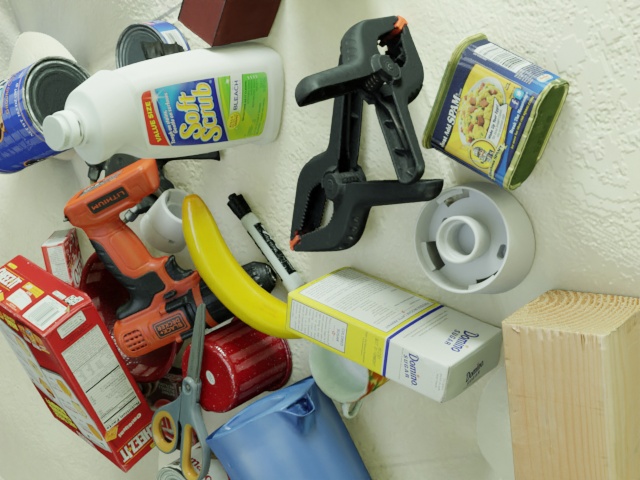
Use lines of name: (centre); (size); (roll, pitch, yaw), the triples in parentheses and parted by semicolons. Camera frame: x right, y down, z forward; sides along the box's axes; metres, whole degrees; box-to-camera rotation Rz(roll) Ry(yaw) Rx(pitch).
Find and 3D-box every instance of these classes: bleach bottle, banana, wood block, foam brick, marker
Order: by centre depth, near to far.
wood block: (0.212, 0.153, 0.862); (0.091, 0.090, 0.206); (5, 109, 38)
bleach bottle: (-0.138, -0.113, 0.953); (0.068, 0.250, 0.103); (25, 121, 32)
foam brick: (-0.083, -0.218, 0.985); (0.053, 0.078, 0.051); (40, 128, 25)
banana: (-0.073, 0.039, 1.051); (0.197, 0.037, 0.070); (40, 97, -12)
marker: (-0.057, 0.001, 1.084); (0.121, 0.020, 0.020); (54, 132, 11)

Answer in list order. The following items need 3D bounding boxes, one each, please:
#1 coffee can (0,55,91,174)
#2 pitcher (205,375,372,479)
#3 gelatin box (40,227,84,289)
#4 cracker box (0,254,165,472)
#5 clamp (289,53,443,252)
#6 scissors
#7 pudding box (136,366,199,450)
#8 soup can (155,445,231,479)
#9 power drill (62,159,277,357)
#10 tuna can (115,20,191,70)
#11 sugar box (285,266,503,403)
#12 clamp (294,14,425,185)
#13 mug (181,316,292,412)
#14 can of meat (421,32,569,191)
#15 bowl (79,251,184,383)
coffee can: (-0.328, -0.140, 1.208); (0.141, 0.102, 0.103); (-14, 97, 42)
pitcher: (-0.006, 0.268, 1.076); (0.145, 0.149, 0.243); (-29, 89, 12)
gelatin box: (-0.302, 0.030, 1.264); (0.030, 0.089, 0.073); (-9, 102, -1)
cracker box: (-0.274, 0.134, 1.181); (0.164, 0.072, 0.213); (22, 143, 45)
clamp: (0.021, -0.064, 0.973); (0.210, 0.036, 0.164); (-46, 59, 49)
scissors: (-0.146, 0.153, 1.106); (0.096, 0.016, 0.202); (11, 109, 42)
pudding box: (-0.193, 0.191, 1.258); (0.114, 0.039, 0.090); (10, 113, 39)
soup can: (-0.124, 0.260, 1.182); (0.069, 0.102, 0.068); (16, 116, 36)
power drill: (-0.159, 0.013, 1.087); (0.184, 0.057, 0.187); (-25, 104, 10)
tuna can: (-0.171, -0.184, 1.103); (0.086, 0.033, 0.086); (16, 116, 36)
sugar box: (0.064, 0.081, 0.960); (0.176, 0.093, 0.048); (25, 121, 32)
clamp: (0.037, -0.131, 0.857); (0.120, 0.171, 0.039); (34, 130, -27)
mug: (-0.095, 0.138, 1.125); (0.093, 0.081, 0.117); (45, 129, 19)
can of meat: (0.139, -0.101, 0.852); (0.084, 0.057, 0.102); (33, 125, 24)
bowl: (-0.201, 0.077, 1.212); (0.162, 0.055, 0.162); (16, 116, 36)
